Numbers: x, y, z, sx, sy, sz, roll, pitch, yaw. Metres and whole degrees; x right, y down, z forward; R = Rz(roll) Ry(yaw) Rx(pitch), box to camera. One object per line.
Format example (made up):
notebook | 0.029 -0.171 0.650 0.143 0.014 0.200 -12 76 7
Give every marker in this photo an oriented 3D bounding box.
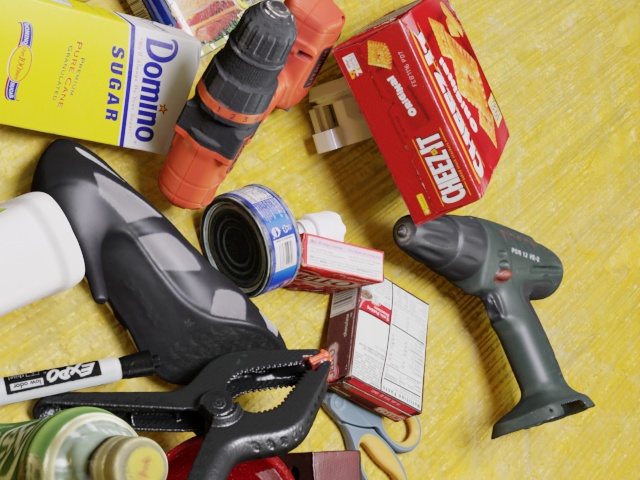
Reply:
marker | -0.169 0.094 0.729 0.121 0.020 0.020 -9 85 -21

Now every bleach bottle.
bleach bottle | -0.268 0.050 0.626 0.250 0.103 0.068 -31 102 -42

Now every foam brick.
foam brick | -0.001 0.208 0.852 0.051 0.053 0.078 6 75 -40

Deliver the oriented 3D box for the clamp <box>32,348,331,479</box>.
clamp | -0.070 0.133 0.734 0.209 0.165 0.036 -17 134 -30

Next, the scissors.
scissors | 0.026 0.133 0.918 0.096 0.016 0.201 -42 107 -40

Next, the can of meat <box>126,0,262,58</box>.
can of meat | -0.101 -0.193 0.854 0.102 0.058 0.084 -36 107 -29

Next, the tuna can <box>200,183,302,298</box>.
tuna can | -0.055 0.001 0.832 0.033 0.086 0.086 -21 94 -41

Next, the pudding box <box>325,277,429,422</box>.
pudding box | 0.050 0.089 0.924 0.090 0.039 0.113 32 52 -32

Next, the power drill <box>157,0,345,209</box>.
power drill | -0.044 -0.128 0.810 0.057 0.185 0.187 36 38 0

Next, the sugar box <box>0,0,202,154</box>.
sugar box | -0.176 -0.122 0.759 0.175 0.048 0.093 8 110 -37

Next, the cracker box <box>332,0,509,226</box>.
cracker box | 0.099 -0.127 0.952 0.164 0.072 0.213 63 22 -11

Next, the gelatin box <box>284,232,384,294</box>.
gelatin box | -0.003 0.021 0.880 0.089 0.073 0.030 13 71 -38
